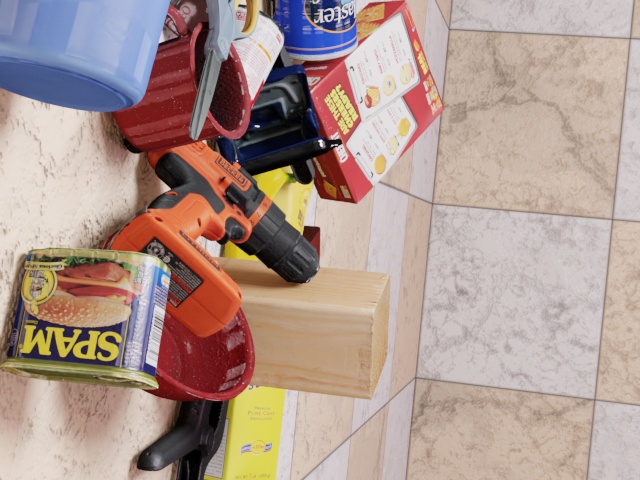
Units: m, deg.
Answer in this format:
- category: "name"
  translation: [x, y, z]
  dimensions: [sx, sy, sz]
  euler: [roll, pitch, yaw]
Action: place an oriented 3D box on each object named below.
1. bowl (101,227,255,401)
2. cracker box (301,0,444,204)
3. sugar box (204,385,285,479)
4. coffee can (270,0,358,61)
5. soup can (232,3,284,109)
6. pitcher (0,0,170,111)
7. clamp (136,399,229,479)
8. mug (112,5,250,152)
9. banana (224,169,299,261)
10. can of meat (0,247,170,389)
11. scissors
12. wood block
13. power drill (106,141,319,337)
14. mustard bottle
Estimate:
- category: "bowl"
  translation: [-0.127, 0.069, 0.849]
  dimensions: [0.162, 0.055, 0.162]
  euler: [40, 27, -25]
- category: "cracker box"
  translation: [0.052, -0.175, 1.328]
  dimensions: [0.213, 0.072, 0.164]
  euler: [-47, 128, -32]
- category: "sugar box"
  translation: [-0.080, 0.178, 1.182]
  dimensions: [0.093, 0.048, 0.176]
  euler: [12, 85, -55]
- category: "coffee can"
  translation: [-0.009, -0.290, 1.226]
  dimensions: [0.102, 0.103, 0.140]
  euler: [-65, 157, -56]
- category: "soup can"
  translation: [-0.083, -0.158, 0.985]
  dimensions: [0.068, 0.068, 0.102]
  euler: [71, 39, -62]
- category: "pitcher"
  translation: [-0.143, -0.209, 0.635]
  dimensions: [0.145, 0.149, 0.243]
  euler: [113, -13, -81]
- category: "clamp"
  translation: [-0.127, 0.210, 1.066]
  dimensions: [0.209, 0.036, 0.164]
  euler: [-67, 158, -55]
- category: "mug"
  translation: [-0.116, -0.126, 0.834]
  dimensions: [0.093, 0.082, 0.117]
  euler: [-63, 137, -57]
- category: "banana"
  translation: [-0.072, -0.010, 1.171]
  dimensions: [0.037, 0.069, 0.197]
  euler: [-27, -141, 53]
- category: "can of meat"
  translation: [-0.155, 0.052, 0.718]
  dimensions: [0.057, 0.102, 0.084]
  euler: [56, 39, -71]
- category: "scissors"
  translation: [-0.082, -0.164, 0.796]
  dimensions: [0.201, 0.016, 0.096]
  euler: [-71, 146, -53]
- category: "wood block"
  translation: [-0.045, 0.076, 0.981]
  dimensions: [0.090, 0.206, 0.090]
  euler: [-56, 149, -65]
- category: "power drill"
  translation: [-0.084, 0.001, 0.873]
  dimensions: [0.057, 0.184, 0.187]
  euler: [-45, -169, 23]
- category: "mustard bottle"
  translation: [-0.052, 0.004, 1.265]
  dimensions: [0.096, 0.058, 0.191]
  euler: [69, 30, -68]
